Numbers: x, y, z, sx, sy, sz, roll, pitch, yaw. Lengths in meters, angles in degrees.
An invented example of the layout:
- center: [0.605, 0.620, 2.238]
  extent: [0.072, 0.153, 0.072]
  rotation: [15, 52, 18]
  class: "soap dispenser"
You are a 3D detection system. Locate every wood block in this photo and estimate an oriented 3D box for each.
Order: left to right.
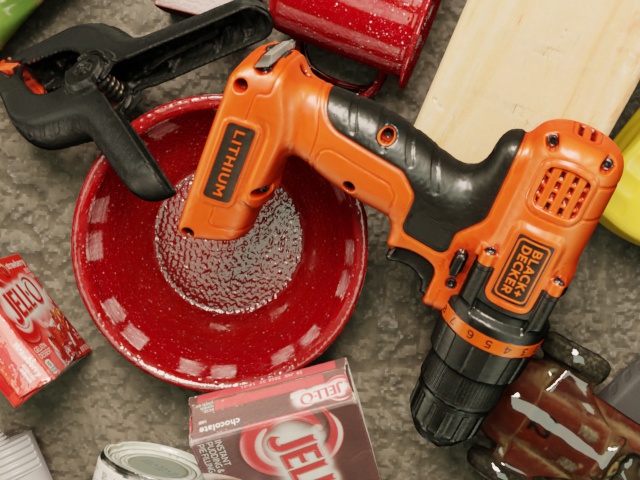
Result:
- center: [0.120, -0.113, 0.523]
  extent: [0.090, 0.090, 0.206]
  rotation: [26, 123, 6]
  class: "wood block"

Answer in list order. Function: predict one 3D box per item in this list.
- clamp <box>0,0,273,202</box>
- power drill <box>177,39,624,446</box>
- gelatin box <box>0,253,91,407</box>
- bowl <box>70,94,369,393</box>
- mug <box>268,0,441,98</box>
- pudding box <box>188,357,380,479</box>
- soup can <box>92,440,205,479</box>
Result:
- center: [-0.105, -0.087, 0.564]
  extent: [0.172, 0.039, 0.120]
  rotation: [21, 63, 38]
  class: "clamp"
- center: [0.029, -0.001, 0.525]
  extent: [0.187, 0.057, 0.185]
  rotation: [24, 116, 4]
  class: "power drill"
- center: [-0.167, 0.047, 0.587]
  extent: [0.030, 0.089, 0.073]
  rotation: [-37, 92, 3]
  class: "gelatin box"
- center: [-0.054, 0.001, 0.598]
  extent: [0.162, 0.055, 0.162]
  rotation: [0, 94, 1]
  class: "bowl"
- center: [0.020, -0.130, 0.579]
  extent: [0.081, 0.093, 0.117]
  rotation: [21, 130, 4]
  class: "mug"
- center: [-0.015, 0.123, 0.588]
  extent: [0.090, 0.039, 0.113]
  rotation: [-14, 130, 3]
  class: "pudding box"
- center: [-0.103, 0.173, 0.605]
  extent: [0.068, 0.068, 0.102]
  rotation: [14, 94, 0]
  class: "soup can"
